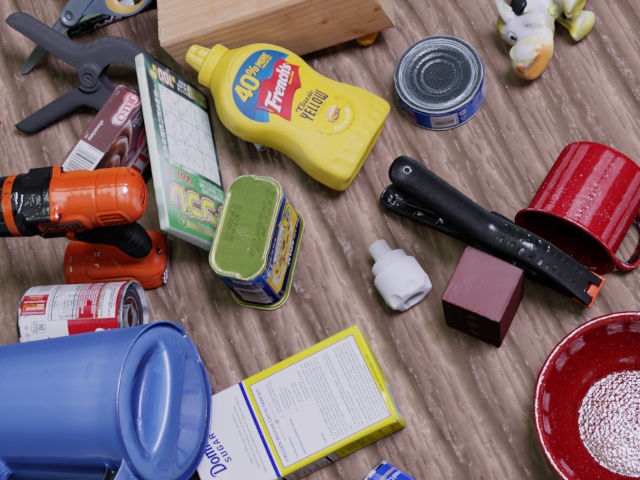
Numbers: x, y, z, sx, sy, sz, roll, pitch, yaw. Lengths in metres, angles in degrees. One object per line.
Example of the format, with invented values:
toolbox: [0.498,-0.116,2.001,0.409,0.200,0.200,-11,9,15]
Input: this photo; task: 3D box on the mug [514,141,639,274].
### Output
mug: [0.234,-0.023,0.906,0.117,0.093,0.081,36,73,-10]

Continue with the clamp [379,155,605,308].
clamp: [0.140,-0.006,0.909,0.210,0.164,0.036,29,86,-3]

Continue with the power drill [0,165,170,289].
power drill: [-0.222,-0.006,0.937,0.184,0.187,0.057,-3,71,9]

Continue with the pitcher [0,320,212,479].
pitcher: [-0.225,0.148,0.884,0.243,0.149,0.145,-7,87,25]

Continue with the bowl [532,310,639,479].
bowl: [0.251,0.141,0.851,0.162,0.055,0.162,-4,69,11]

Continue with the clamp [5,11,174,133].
clamp: [-0.233,-0.155,1.064,0.171,0.039,0.120,12,117,4]

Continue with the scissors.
scissors: [-0.230,-0.218,1.063,0.096,0.016,0.202,37,123,4]

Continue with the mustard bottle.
mustard bottle: [-0.039,-0.129,0.988,0.191,0.058,0.096,29,67,5]

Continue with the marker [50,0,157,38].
marker: [-0.223,-0.235,1.114,0.121,0.020,0.020,-19,67,4]

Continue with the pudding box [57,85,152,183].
pudding box: [-0.193,-0.078,1.010,0.039,0.090,0.113,32,80,22]

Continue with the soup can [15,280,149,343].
soup can: [-0.215,0.073,0.970,0.102,0.068,0.068,-3,69,11]

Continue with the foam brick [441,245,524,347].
foam brick: [0.138,0.049,0.898,0.053,0.078,0.051,23,75,19]

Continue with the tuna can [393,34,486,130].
tuna can: [0.112,-0.149,1.001,0.086,0.033,0.086,-4,69,11]

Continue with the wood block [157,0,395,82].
wood block: [-0.044,-0.232,1.016,0.206,0.090,0.091,-13,66,19]

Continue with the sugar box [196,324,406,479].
sugar box: [-0.025,0.154,0.913,0.176,0.048,0.093,-27,66,5]

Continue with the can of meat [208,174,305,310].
can of meat: [-0.056,0.001,0.954,0.057,0.084,0.102,8,72,14]
